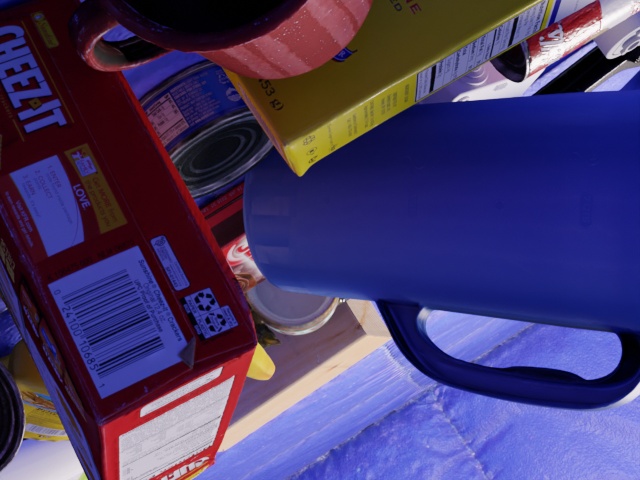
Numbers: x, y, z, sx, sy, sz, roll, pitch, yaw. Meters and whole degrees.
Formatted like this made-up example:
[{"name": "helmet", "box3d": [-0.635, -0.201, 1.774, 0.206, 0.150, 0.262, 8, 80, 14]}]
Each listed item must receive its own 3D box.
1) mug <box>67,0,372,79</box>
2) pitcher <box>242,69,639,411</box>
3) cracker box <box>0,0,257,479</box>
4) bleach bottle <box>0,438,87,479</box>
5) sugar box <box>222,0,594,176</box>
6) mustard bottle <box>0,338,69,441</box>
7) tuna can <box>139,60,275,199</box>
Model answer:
[{"name": "mug", "box3d": [-0.036, -0.096, 0.376, 0.117, 0.093, 0.081, -36, 169, 10]}, {"name": "pitcher", "box3d": [0.082, -0.008, 0.595, 0.243, 0.145, 0.149, 2, -144, 27]}, {"name": "cracker box", "box3d": [-0.100, 0.021, 0.475, 0.072, 0.164, 0.214, -25, 163, -19]}, {"name": "bleach bottle", "box3d": [-0.251, 0.211, 0.982, 0.250, 0.068, 0.103, -16, 159, -51]}, {"name": "sugar box", "box3d": [0.038, -0.113, 0.461, 0.176, 0.093, 0.048, -32, 165, -2]}, {"name": "mustard bottle", "box3d": [-0.153, 0.088, 0.681, 0.096, 0.058, 0.192, 15, 157, -25]}, {"name": "tuna can", "box3d": [-0.060, -0.056, 0.559, 0.086, 0.034, 0.086, -30, 165, -9]}]
